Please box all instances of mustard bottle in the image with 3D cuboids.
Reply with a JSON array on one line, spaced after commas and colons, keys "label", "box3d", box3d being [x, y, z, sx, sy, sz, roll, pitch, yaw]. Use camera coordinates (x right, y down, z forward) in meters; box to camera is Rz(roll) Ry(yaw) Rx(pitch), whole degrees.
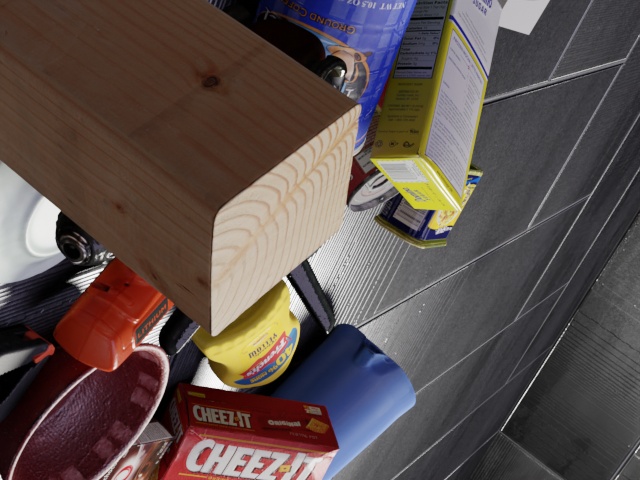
[{"label": "mustard bottle", "box3d": [-0.066, 0.095, 1.023, 0.096, 0.058, 0.191, -40, 158, -12]}]

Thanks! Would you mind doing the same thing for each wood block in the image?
[{"label": "wood block", "box3d": [-0.092, -0.065, 0.495, 0.090, 0.206, 0.090, -40, 155, -31]}]

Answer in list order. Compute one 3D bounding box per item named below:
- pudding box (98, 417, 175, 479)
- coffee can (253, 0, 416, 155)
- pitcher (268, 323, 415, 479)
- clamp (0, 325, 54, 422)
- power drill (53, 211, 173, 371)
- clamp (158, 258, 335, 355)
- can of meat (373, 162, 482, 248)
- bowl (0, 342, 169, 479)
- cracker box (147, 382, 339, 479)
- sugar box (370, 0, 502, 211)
[{"label": "pudding box", "box3d": [-0.194, 0.215, 0.965, 0.113, 0.039, 0.090, -58, 159, 11]}, {"label": "coffee can", "box3d": [0.003, -0.139, 0.731, 0.102, 0.103, 0.140, -30, 149, -47]}, {"label": "pitcher", "box3d": [-0.014, 0.226, 1.257, 0.242, 0.145, 0.149, -41, 117, -21]}, {"label": "clamp", "box3d": [-0.246, 0.110, 0.687, 0.171, 0.039, 0.120, -50, 165, -28]}, {"label": "power drill", "box3d": [-0.120, 0.001, 0.691, 0.184, 0.057, 0.188, -52, 172, -47]}, {"label": "clamp", "box3d": [-0.056, 0.001, 0.872, 0.164, 0.036, 0.210, -12, 120, -28]}, {"label": "can of meat", "box3d": [0.106, -0.043, 1.025, 0.084, 0.057, 0.102, -62, 160, 14]}, {"label": "bowl", "box3d": [-0.191, 0.129, 0.810, 0.162, 0.055, 0.162, -44, 158, -24]}, {"label": "cracker box", "box3d": [-0.099, 0.254, 1.076, 0.164, 0.072, 0.214, 13, 120, -26]}, {"label": "sugar box", "box3d": [0.089, -0.120, 0.793, 0.093, 0.048, 0.176, 42, 55, -56]}]
